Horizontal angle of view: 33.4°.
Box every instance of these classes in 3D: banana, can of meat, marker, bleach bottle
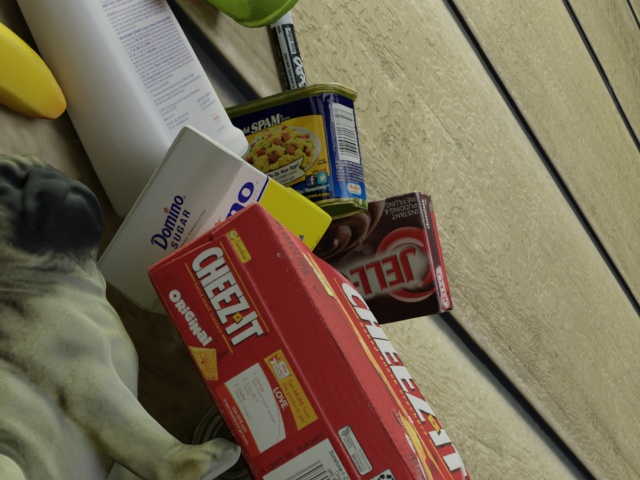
[{"bbox_3d":[-0.193,-0.087,0.505,0.197,0.037,0.069,-20,114,-61],"label":"banana"},{"bbox_3d":[-0.020,-0.055,0.740,0.057,0.102,0.084,8,72,-61],"label":"can of meat"},{"bbox_3d":[-0.020,-0.129,0.862,0.020,0.020,0.121,-12,88,-63],"label":"marker"},{"bbox_3d":[-0.132,-0.144,0.616,0.251,0.068,0.102,66,26,-13],"label":"bleach bottle"}]

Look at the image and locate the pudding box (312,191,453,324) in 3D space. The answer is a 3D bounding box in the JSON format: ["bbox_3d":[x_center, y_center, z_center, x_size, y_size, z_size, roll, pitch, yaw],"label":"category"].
[{"bbox_3d":[0.035,0.019,0.794,0.039,0.114,0.090,3,75,-65],"label":"pudding box"}]

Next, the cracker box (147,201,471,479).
[{"bbox_3d":[0.008,0.084,0.564,0.164,0.072,0.213,60,6,16],"label":"cracker box"}]

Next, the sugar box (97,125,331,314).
[{"bbox_3d":[-0.054,0.001,0.618,0.093,0.048,0.176,-58,165,2],"label":"sugar box"}]
